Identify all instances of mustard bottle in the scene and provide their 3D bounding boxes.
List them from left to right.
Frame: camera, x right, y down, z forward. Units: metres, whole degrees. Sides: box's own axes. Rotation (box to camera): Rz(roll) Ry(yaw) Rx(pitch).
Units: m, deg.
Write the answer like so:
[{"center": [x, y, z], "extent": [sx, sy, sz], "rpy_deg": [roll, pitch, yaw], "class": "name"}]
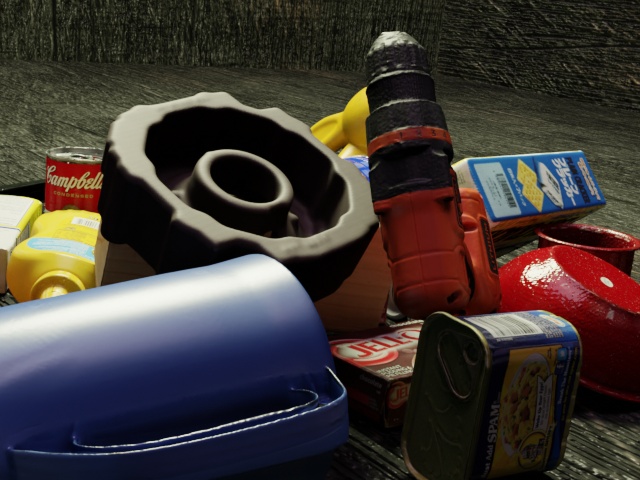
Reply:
[{"center": [-0.198, 0.025, 0.853], "extent": [0.096, 0.058, 0.191], "rpy_deg": [17, 12, -8], "class": "mustard bottle"}]

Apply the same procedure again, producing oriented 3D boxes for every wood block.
[{"center": [-0.055, 0.002, 0.786], "extent": [0.205, 0.090, 0.091], "rpy_deg": [9, 20, -17], "class": "wood block"}]

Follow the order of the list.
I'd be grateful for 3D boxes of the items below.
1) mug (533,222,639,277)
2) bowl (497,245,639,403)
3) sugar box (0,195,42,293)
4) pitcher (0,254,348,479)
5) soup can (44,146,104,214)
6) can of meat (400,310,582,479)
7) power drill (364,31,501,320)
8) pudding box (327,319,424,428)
[{"center": [0.237, 0.033, 0.948], "extent": [0.093, 0.081, 0.117], "rpy_deg": [17, 18, 39], "class": "mug"}, {"center": [0.200, 0.051, 0.806], "extent": [0.162, 0.055, 0.162], "rpy_deg": [23, 22, -10], "class": "bowl"}, {"center": [-0.308, -0.001, 0.948], "extent": [0.093, 0.048, 0.176], "rpy_deg": [4, 18, -6], "class": "sugar box"}, {"center": [-0.115, 0.086, 0.502], "extent": [0.242, 0.149, 0.145], "rpy_deg": [-8, 55, -34], "class": "pitcher"}, {"center": [-0.220, -0.030, 0.981], "extent": [0.068, 0.102, 0.068], "rpy_deg": [5, 14, -2], "class": "soup can"}, {"center": [0.102, 0.091, 0.622], "extent": [0.083, 0.102, 0.058], "rpy_deg": [-1, 17, -35], "class": "can of meat"}, {"center": [0.074, -0.025, 0.712], "extent": [0.057, 0.184, 0.187], "rpy_deg": [-10, -17, 15], "class": "power drill"}, {"center": [0.058, 0.089, 0.740], "extent": [0.113, 0.039, 0.090], "rpy_deg": [-5, 16, -38], "class": "pudding box"}]
